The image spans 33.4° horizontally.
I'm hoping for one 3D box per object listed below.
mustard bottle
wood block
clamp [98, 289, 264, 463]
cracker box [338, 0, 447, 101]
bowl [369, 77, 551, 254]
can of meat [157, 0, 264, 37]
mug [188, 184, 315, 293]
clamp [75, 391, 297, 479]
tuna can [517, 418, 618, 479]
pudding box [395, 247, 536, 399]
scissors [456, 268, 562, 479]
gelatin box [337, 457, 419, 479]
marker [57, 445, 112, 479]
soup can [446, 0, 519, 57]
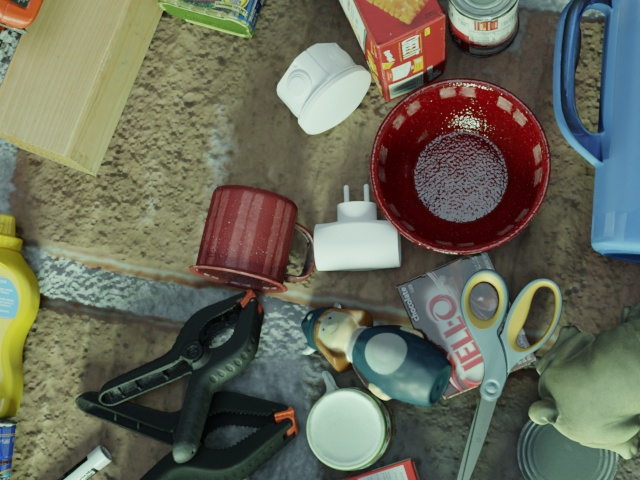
[{"bbox_3d":[-0.322,0.069,1.025,0.096,0.058,0.191,8,83,11],"label":"mustard bottle"},{"bbox_3d":[-0.231,-0.179,1.033,0.091,0.090,0.206,20,84,11],"label":"wood block"},{"bbox_3d":[-0.108,0.120,0.969,0.171,0.039,0.120,-42,57,-12],"label":"clamp"},{"bbox_3d":[0.042,-0.252,0.964,0.072,0.164,0.214,-24,79,3],"label":"cracker box"},{"bbox_3d":[0.128,-0.064,0.977,0.162,0.055,0.162,-1,81,9],"label":"bowl"},{"bbox_3d":[-0.100,-0.253,1.041,0.102,0.057,0.084,17,87,11],"label":"can of meat"},{"bbox_3d":[-0.056,0.001,0.986,0.117,0.093,0.081,16,78,-19],"label":"mug"},{"bbox_3d":[-0.128,0.180,0.973,0.210,0.036,0.165,-18,47,-7],"label":"clamp"},{"bbox_3d":[0.216,0.187,0.937,0.086,0.033,0.086,-1,81,9],"label":"tuna can"},{"bbox_3d":[0.131,0.075,0.964,0.090,0.039,0.113,-24,79,4],"label":"pudding box"},{"bbox_3d":[0.136,0.112,0.931,0.096,0.016,0.202,33,88,11],"label":"scissors"},{"bbox_3d":[0.051,0.243,0.956,0.089,0.030,0.073,-19,80,6],"label":"gelatin box"},{"bbox_3d":[-0.249,0.238,1.008,0.121,0.020,0.020,-39,78,2],"label":"marker"},{"bbox_3d":[0.149,-0.215,0.973,0.068,0.102,0.068,-1,82,8],"label":"soup can"}]
